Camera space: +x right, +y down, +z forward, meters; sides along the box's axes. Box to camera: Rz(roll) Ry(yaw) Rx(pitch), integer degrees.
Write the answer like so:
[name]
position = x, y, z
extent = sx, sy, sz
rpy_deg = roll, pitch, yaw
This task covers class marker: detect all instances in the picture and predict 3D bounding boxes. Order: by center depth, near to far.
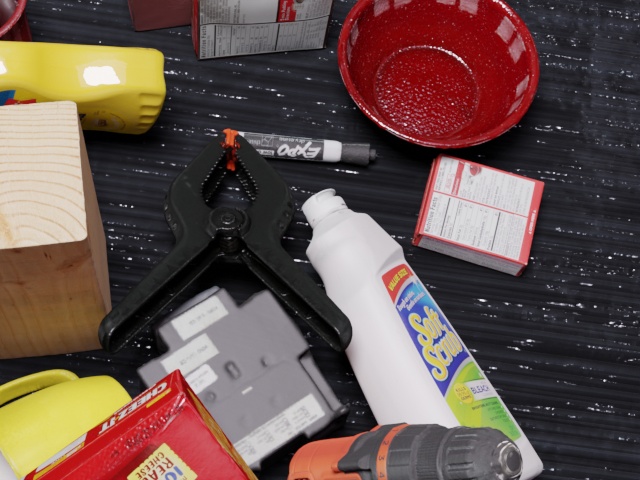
[marker]
position = -0.016, -0.073, 0.845
extent = 0.121, 0.020, 0.020
rpy_deg = 4, 67, -4

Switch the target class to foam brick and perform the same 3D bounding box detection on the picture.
[foam brick]
position = -0.136, -0.220, 0.877
extent = 0.053, 0.051, 0.078
rpy_deg = -11, 69, -10

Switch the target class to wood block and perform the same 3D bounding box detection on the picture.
[wood block]
position = -0.189, 0.003, 0.693
extent = 0.090, 0.206, 0.091
rpy_deg = -5, 68, -8

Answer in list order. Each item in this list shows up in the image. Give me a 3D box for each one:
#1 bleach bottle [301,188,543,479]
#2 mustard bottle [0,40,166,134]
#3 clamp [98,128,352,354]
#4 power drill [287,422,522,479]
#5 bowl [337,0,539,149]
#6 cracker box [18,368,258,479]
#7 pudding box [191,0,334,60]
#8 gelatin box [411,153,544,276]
[bleach bottle]
position = 0.054, 0.072, 0.753
extent = 0.102, 0.068, 0.251
rpy_deg = -4, 58, -53
[mustard bottle]
position = -0.215, -0.112, 0.774
extent = 0.191, 0.096, 0.058
rpy_deg = 0, 80, -24
[clamp]
position = -0.055, 0.001, 0.753
extent = 0.164, 0.036, 0.210
rpy_deg = 6, 46, 1
[power drill]
position = 0.077, 0.197, 0.646
extent = 0.057, 0.185, 0.187
rpy_deg = -29, 96, -38
[bowl]
position = 0.091, -0.134, 0.862
extent = 0.162, 0.055, 0.162
rpy_deg = 2, 67, -5
[cracker box]
position = -0.089, 0.211, 0.629
extent = 0.164, 0.072, 0.213
rpy_deg = -35, 100, -4
[pudding box]
position = -0.047, -0.186, 0.852
extent = 0.113, 0.090, 0.039
rpy_deg = -5, 70, -9
[gelatin box]
position = 0.123, -0.020, 0.832
extent = 0.089, 0.030, 0.073
rpy_deg = 16, 68, 1
